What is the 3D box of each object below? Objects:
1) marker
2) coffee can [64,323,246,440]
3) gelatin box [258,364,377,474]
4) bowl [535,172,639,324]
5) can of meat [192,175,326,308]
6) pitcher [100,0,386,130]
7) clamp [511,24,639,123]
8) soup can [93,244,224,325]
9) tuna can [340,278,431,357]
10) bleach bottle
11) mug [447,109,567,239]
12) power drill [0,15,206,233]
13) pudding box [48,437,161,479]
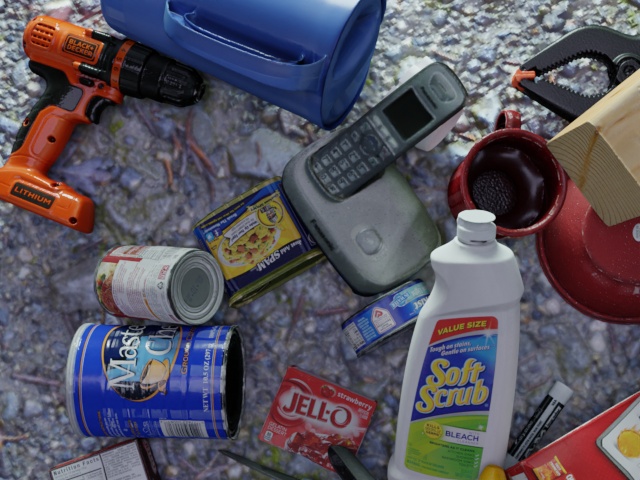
[{"bbox_3d":[0.185,0.179,0.954,0.020,0.020,0.121,35,90,8],"label":"marker"},{"bbox_3d":[-0.144,0.126,0.955,0.140,0.103,0.103,0,85,6],"label":"coffee can"},{"bbox_3d":[-0.002,0.163,0.971,0.089,0.030,0.073,23,88,8],"label":"gelatin box"},{"bbox_3d":[0.274,-0.006,0.941,0.162,0.055,0.162,-1,86,6],"label":"bowl"},{"bbox_3d":[-0.057,0.001,0.979,0.102,0.057,0.084,-30,81,4],"label":"can of meat"},{"bbox_3d":[-0.075,-0.198,0.951,0.243,0.149,0.145,23,75,14],"label":"pitcher"},{"bbox_3d":[0.281,-0.139,0.960,0.210,0.036,0.164,-8,84,2],"label":"clamp"},{"bbox_3d":[-0.145,0.039,0.958,0.102,0.068,0.068,2,85,39],"label":"soup can"},{"bbox_3d":[0.061,0.068,0.944,0.086,0.086,0.034,-31,81,3],"label":"tuna can"},{"bbox_3d":[0.113,0.095,0.889,0.103,0.068,0.251,9,113,18],"label":"bleach bottle"},{"bbox_3d":[0.159,-0.056,0.939,0.093,0.081,0.117,3,83,-6],"label":"mug"},{"bbox_3d":[-0.219,-0.105,1.008,0.184,0.057,0.187,20,85,12],"label":"power drill"},{"bbox_3d":[-0.189,0.247,0.983,0.090,0.039,0.113,-19,81,5],"label":"pudding box"}]
